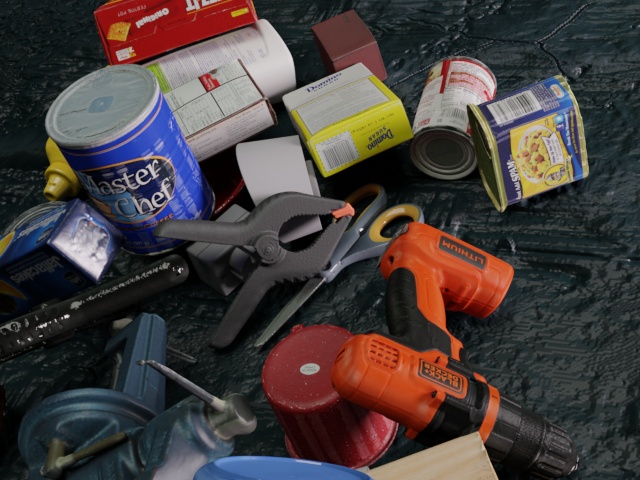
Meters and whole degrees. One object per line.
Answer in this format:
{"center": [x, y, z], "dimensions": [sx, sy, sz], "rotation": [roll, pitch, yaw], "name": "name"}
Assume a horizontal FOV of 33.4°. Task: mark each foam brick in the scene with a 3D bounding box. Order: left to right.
{"center": [0.031, -0.201, 1.143], "dimensions": [0.053, 0.051, 0.078], "rotation": [-23, 43, -1], "name": "foam brick"}

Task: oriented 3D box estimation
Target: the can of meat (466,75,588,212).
{"center": [0.180, -0.085, 0.924], "dimensions": [0.084, 0.102, 0.057], "rotation": [-20, 42, 0], "name": "can of meat"}

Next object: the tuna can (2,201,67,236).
{"center": [-0.279, 0.002, 1.086], "dimensions": [0.086, 0.033, 0.086], "rotation": [-12, 43, 12], "name": "tuna can"}

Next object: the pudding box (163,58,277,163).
{"center": [-0.110, -0.124, 1.053], "dimensions": [0.113, 0.039, 0.090], "rotation": [-28, 44, -3], "name": "pudding box"}

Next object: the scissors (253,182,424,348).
{"center": [0.024, 0.024, 0.944], "dimensions": [0.096, 0.016, 0.201], "rotation": [7, 51, 29], "name": "scissors"}

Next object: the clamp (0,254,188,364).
{"center": [-0.215, 0.065, 0.884], "dimensions": [0.209, 0.036, 0.165], "rotation": [-22, -4, -35], "name": "clamp"}

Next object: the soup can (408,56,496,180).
{"center": [0.125, -0.115, 1.003], "dimensions": [0.069, 0.068, 0.102], "rotation": [-1, 47, 22], "name": "soup can"}

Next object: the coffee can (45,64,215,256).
{"center": [-0.165, -0.070, 0.946], "dimensions": [0.103, 0.140, 0.103], "rotation": [-12, 44, 12], "name": "coffee can"}

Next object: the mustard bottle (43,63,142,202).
{"center": [-0.245, -0.114, 1.171], "dimensions": [0.096, 0.058, 0.191], "rotation": [11, 52, 24], "name": "mustard bottle"}

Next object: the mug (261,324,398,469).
{"center": [0.002, 0.111, 0.818], "dimensions": [0.093, 0.081, 0.117], "rotation": [-22, 42, 1], "name": "mug"}

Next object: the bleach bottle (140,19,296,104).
{"center": [-0.158, -0.161, 1.135], "dimensions": [0.250, 0.068, 0.103], "rotation": [-18, 42, -13], "name": "bleach bottle"}

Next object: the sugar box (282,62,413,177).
{"center": [0.023, -0.120, 1.032], "dimensions": [0.093, 0.048, 0.176], "rotation": [-23, 20, 0], "name": "sugar box"}

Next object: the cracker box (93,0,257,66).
{"center": [-0.165, -0.260, 1.208], "dimensions": [0.164, 0.072, 0.214], "rotation": [-19, 16, -3], "name": "cracker box"}

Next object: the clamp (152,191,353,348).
{"center": [-0.056, 0.001, 0.922], "dimensions": [0.171, 0.120, 0.039], "rotation": [-35, 12, -5], "name": "clamp"}

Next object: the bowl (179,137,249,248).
{"center": [-0.134, -0.044, 1.053], "dimensions": [0.162, 0.055, 0.162], "rotation": [-12, 43, 12], "name": "bowl"}

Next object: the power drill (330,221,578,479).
{"center": [0.104, 0.078, 0.786], "dimensions": [0.184, 0.057, 0.187], "rotation": [26, 34, -9], "name": "power drill"}
